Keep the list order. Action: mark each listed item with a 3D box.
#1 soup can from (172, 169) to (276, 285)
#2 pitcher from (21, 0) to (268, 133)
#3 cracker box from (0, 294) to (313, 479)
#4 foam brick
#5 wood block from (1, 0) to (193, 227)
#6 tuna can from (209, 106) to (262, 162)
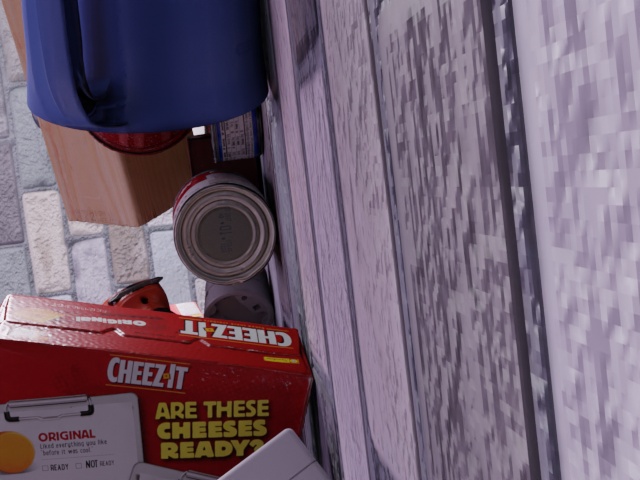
[{"bbox_3d":[-0.066,-0.011,0.723,0.102,0.068,0.068,-133,36,-79],"label":"soup can"},{"bbox_3d":[-0.098,-0.179,0.535,0.149,0.144,0.243,38,136,53],"label":"pitcher"},{"bbox_3d":[-0.105,0.145,0.586,0.072,0.164,0.214,-111,31,-69],"label":"cracker box"},{"bbox_3d":[-0.071,-0.043,0.803,0.053,0.051,0.078,-133,36,-79],"label":"foam brick"},{"bbox_3d":[-0.174,-0.124,0.870,0.090,0.090,0.206,-37,-57,-46],"label":"wood block"},{"bbox_3d":[-0.061,-0.097,0.732,0.086,0.033,0.086,173,90,-84],"label":"tuna can"}]
